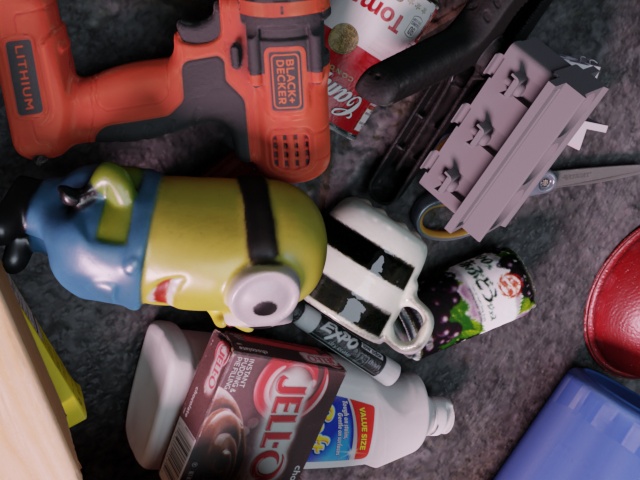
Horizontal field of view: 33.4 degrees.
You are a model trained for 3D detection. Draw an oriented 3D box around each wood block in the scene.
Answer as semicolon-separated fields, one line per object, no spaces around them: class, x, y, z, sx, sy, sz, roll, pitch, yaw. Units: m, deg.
wood block;-0.213;0.052;0.595;0.090;0.091;0.206;-21;117;-12

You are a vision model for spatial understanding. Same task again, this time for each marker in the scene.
marker;0.008;0.066;0.750;0.121;0.020;0.020;35;97;-26

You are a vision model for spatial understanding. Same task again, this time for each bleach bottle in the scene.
bleach bottle;-0.009;0.118;0.782;0.250;0.068;0.103;6;111;-28

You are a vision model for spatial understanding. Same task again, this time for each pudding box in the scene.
pudding box;-0.046;0.119;0.700;0.089;0.039;0.113;14;107;-33

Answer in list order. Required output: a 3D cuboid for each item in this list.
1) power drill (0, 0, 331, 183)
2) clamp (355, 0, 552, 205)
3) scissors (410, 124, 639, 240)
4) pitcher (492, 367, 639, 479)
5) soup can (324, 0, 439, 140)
power drill;-0.087;-0.118;0.604;0.187;0.057;0.184;-2;112;3
clamp;0.095;-0.125;0.686;0.210;0.036;0.164;-49;163;-5
scissors;0.156;-0.060;0.794;0.201;0.016;0.096;-21;120;-13
pitcher;0.199;0.233;0.896;0.145;0.149;0.243;27;98;-16
soup can;0.021;-0.124;0.675;0.068;0.069;0.102;27;101;-31
